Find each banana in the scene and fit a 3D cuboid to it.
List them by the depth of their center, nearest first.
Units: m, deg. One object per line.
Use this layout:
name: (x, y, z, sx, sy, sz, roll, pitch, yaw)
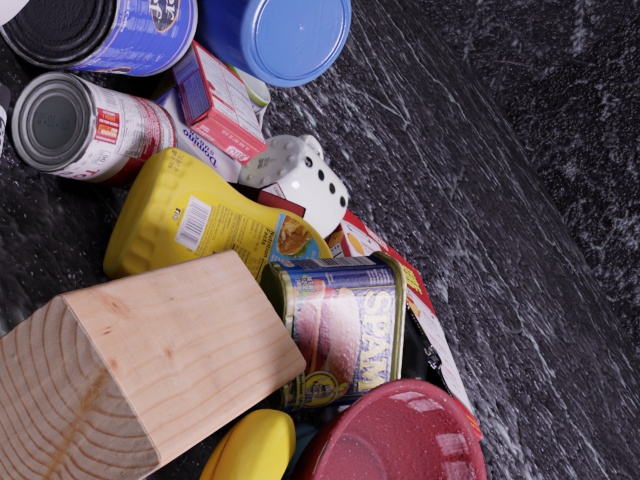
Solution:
banana: (-0.039, 0.137, 0.538, 0.197, 0.037, 0.069, -58, 137, -67)

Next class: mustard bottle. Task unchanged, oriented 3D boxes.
mustard bottle: (-0.047, 0.019, 0.737, 0.191, 0.058, 0.096, 28, 66, -24)

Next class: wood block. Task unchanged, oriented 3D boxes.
wood block: (-0.094, 0.074, 0.574, 0.090, 0.091, 0.205, 57, 17, 5)

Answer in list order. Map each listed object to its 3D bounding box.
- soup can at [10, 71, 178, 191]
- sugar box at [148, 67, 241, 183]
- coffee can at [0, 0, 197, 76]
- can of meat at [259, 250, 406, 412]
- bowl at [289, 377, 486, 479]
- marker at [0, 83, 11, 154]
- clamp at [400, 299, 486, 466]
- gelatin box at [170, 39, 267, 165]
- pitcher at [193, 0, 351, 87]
soup can: (-0.152, -0.073, 0.727, 0.068, 0.069, 0.102, 61, 18, 16)
sugar box: (-0.108, -0.097, 0.929, 0.093, 0.048, 0.176, 49, 22, -18)
coffee can: (-0.169, -0.180, 0.820, 0.103, 0.103, 0.140, 57, 17, 4)
can of meat: (0.005, 0.060, 0.701, 0.083, 0.102, 0.057, -3, 15, -22)
bowl: (0.029, 0.160, 0.621, 0.161, 0.055, 0.162, 3, 86, -44)
marker: (-0.203, -0.061, 0.652, 0.020, 0.020, 0.121, 43, 21, -34)
clamp: (0.079, 0.104, 0.823, 0.120, 0.039, 0.171, 61, 9, -26)
gelatin box: (-0.087, -0.115, 0.892, 0.073, 0.030, 0.089, 34, 29, -48)
pitcher: (-0.072, -0.226, 0.953, 0.243, 0.149, 0.145, 39, -7, 45)
